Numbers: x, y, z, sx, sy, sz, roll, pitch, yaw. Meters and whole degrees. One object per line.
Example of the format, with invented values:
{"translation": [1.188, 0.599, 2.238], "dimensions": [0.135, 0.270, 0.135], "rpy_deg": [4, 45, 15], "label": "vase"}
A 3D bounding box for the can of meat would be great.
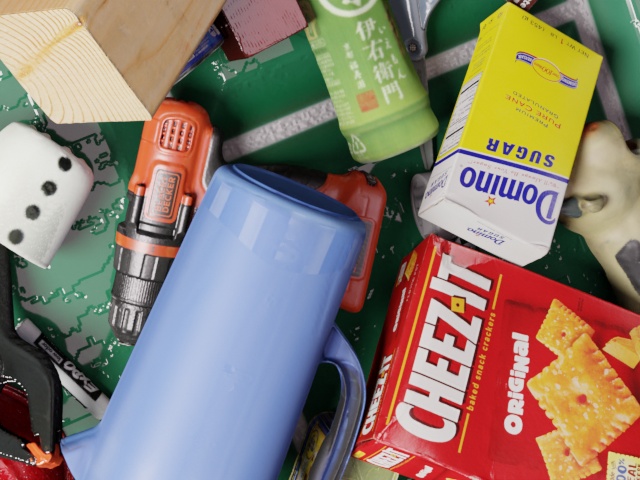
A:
{"translation": [0.011, 0.189, 0.812], "dimensions": [0.057, 0.084, 0.102], "rpy_deg": [19, 93, -14], "label": "can of meat"}

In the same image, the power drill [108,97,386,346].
{"translation": [-0.055, 0.001, 0.788], "dimensions": [0.187, 0.057, 0.184], "rpy_deg": [11, 100, -14], "label": "power drill"}

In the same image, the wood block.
{"translation": [-0.113, -0.180, 0.676], "dimensions": [0.090, 0.091, 0.206], "rpy_deg": [56, 50, -41], "label": "wood block"}

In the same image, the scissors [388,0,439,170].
{"translation": [0.085, -0.159, 0.797], "dimensions": [0.096, 0.016, 0.202], "rpy_deg": [-18, 102, 26], "label": "scissors"}

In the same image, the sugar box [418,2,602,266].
{"translation": [0.144, -0.079, 0.791], "dimensions": [0.093, 0.048, 0.176], "rpy_deg": [25, 65, -14], "label": "sugar box"}

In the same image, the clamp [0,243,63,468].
{"translation": [-0.243, 0.093, 0.745], "dimensions": [0.120, 0.039, 0.171], "rpy_deg": [-32, 71, 4], "label": "clamp"}

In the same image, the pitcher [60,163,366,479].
{"translation": [-0.052, 0.081, 0.719], "dimensions": [0.149, 0.145, 0.243], "rpy_deg": [9, 106, -55], "label": "pitcher"}

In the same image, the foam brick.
{"translation": [-0.049, -0.162, 0.757], "dimensions": [0.051, 0.078, 0.053], "rpy_deg": [-28, 102, -9], "label": "foam brick"}

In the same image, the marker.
{"translation": [-0.182, 0.106, 0.795], "dimensions": [0.020, 0.020, 0.121], "rpy_deg": [-43, 103, -4], "label": "marker"}

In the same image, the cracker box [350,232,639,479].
{"translation": [0.147, 0.109, 0.774], "dimensions": [0.213, 0.072, 0.164], "rpy_deg": [21, 65, -7], "label": "cracker box"}
